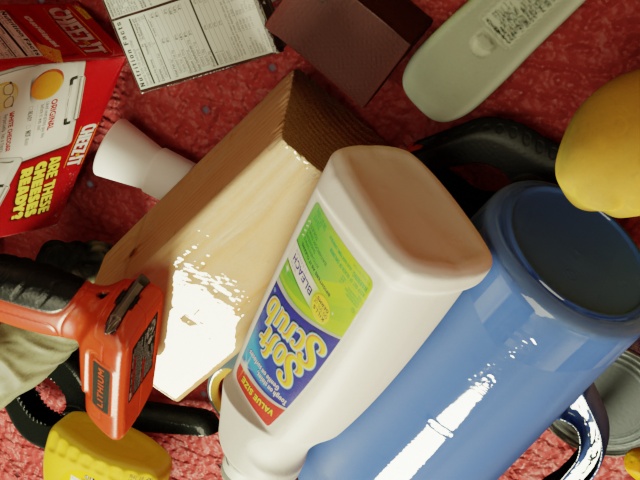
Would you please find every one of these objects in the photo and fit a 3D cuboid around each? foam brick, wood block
[{"bbox_3d":[0.018,-0.128,0.632,0.078,0.051,0.053,41,124,-1],"label":"foam brick"},{"bbox_3d":[-0.055,0.000,0.688,0.090,0.090,0.206,38,122,-20],"label":"wood block"}]

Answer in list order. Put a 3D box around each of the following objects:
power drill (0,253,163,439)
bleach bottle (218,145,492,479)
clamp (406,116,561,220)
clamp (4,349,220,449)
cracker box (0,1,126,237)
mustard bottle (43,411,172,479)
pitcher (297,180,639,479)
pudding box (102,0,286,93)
[{"bbox_3d":[-0.196,0.055,0.661,0.187,0.057,0.185,20,134,6],"label":"power drill"},{"bbox_3d":[-0.001,0.069,0.615,0.103,0.067,0.251,58,136,35],"label":"bleach bottle"},{"bbox_3d":[0.133,-0.022,0.646,0.172,0.039,0.120,8,116,20],"label":"clamp"},{"bbox_3d":[-0.197,0.159,0.882,0.210,0.036,0.165,30,111,12],"label":"clamp"},{"bbox_3d":[-0.250,-0.068,0.686,0.072,0.213,0.164,48,128,21],"label":"cracker box"},{"bbox_3d":[-0.185,0.236,0.846,0.096,0.058,0.192,21,110,9],"label":"mustard bottle"},{"bbox_3d":[0.096,0.084,0.646,0.243,0.149,0.145,-55,42,43],"label":"pitcher"},{"bbox_3d":[-0.080,-0.150,0.674,0.114,0.039,0.090,-9,113,30],"label":"pudding box"}]
